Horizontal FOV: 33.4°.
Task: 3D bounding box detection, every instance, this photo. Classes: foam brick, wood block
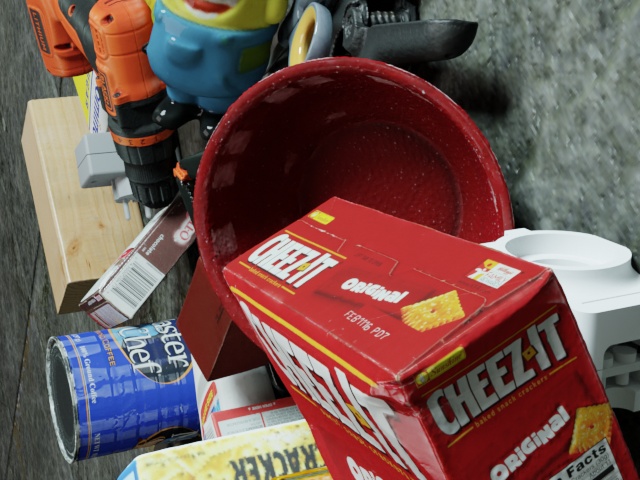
[{"bbox_3d":[-0.055,0.047,0.704,0.053,0.051,0.078,59,145,27],"label":"foam brick"},{"bbox_3d":[-0.246,-0.040,1.116,0.091,0.090,0.206,129,128,-58],"label":"wood block"}]

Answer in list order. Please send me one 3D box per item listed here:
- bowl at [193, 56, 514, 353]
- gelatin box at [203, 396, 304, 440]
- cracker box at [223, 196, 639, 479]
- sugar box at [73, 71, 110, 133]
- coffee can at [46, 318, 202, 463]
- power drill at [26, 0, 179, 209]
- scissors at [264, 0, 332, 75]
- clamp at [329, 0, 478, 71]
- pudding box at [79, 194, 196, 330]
[{"bbox_3d":[0.021,-0.012,0.529,0.162,0.055,0.162,6,106,20],"label":"bowl"},{"bbox_3d":[-0.033,0.155,0.727,0.030,0.073,0.089,123,133,-57],"label":"gelatin box"},{"bbox_3d":[0.056,0.099,0.429,0.213,0.072,0.164,63,163,-21],"label":"cracker box"},{"bbox_3d":[-0.220,-0.176,1.072,0.093,0.048,0.176,117,140,-51],"label":"sugar box"},{"bbox_3d":[-0.145,0.119,0.878,0.103,0.140,0.103,173,90,-65],"label":"coffee can"},{"bbox_3d":[-0.174,-0.136,0.872,0.188,0.057,0.184,43,147,43],"label":"power drill"},{"bbox_3d":[-0.017,-0.111,0.637,0.202,0.016,0.096,126,151,-64],"label":"scissors"},{"bbox_3d":[0.032,-0.122,0.551,0.172,0.039,0.120,144,131,-65],"label":"clamp"},{"bbox_3d":[-0.150,0.020,0.908,0.039,0.113,0.090,43,157,-9],"label":"pudding box"}]
